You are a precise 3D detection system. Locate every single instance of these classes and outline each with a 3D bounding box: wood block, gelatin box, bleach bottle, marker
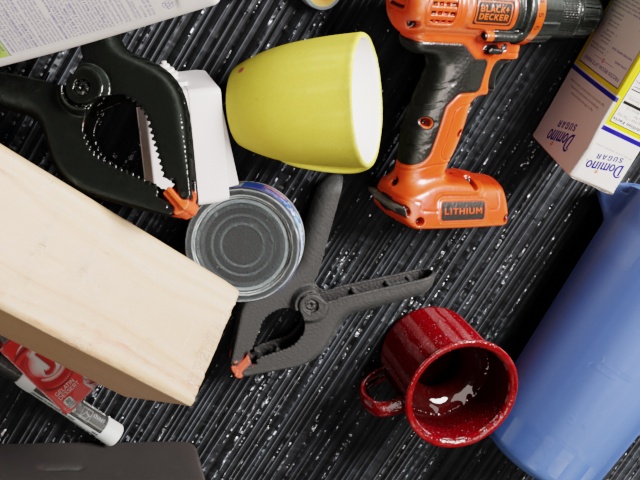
[{"bbox_3d":[-0.168,0.024,0.691,0.205,0.091,0.090,35,68,-33],"label":"wood block"},{"bbox_3d":[-0.178,0.069,0.774,0.089,0.030,0.073,-44,116,-12],"label":"gelatin box"},{"bbox_3d":[-0.190,-0.151,0.620,0.251,0.068,0.102,-14,136,8],"label":"bleach bottle"},{"bbox_3d":[-0.200,0.117,0.802,0.121,0.020,0.020,40,96,-26],"label":"marker"}]

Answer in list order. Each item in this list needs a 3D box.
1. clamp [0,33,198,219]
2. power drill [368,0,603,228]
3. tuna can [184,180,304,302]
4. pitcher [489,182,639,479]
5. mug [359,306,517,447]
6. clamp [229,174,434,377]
[{"bbox_3d":[-0.142,-0.103,0.675,0.210,0.036,0.164,43,92,9],"label":"clamp"},{"bbox_3d":[0.117,-0.104,0.781,0.184,0.057,0.188,-3,113,-29],"label":"power drill"},{"bbox_3d":[-0.055,0.001,0.775,0.086,0.033,0.086,1,100,3],"label":"tuna can"},{"bbox_3d":[0.248,0.088,0.860,0.144,0.149,0.243,22,107,-36],"label":"pitcher"},{"bbox_3d":[0.087,0.108,0.849,0.117,0.081,0.093,-20,115,-8],"label":"mug"},{"bbox_3d":[-0.011,0.033,0.815,0.171,0.039,0.120,-35,102,2],"label":"clamp"}]
